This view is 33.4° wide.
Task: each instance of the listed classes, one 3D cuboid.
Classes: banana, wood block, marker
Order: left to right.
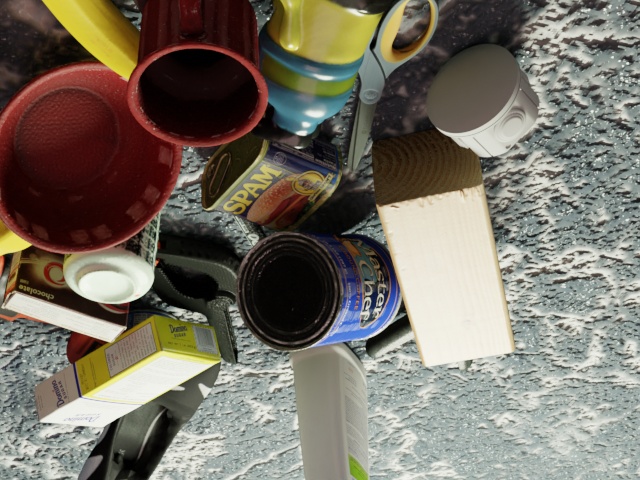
[{"bbox_3d":[-0.168,-0.175,0.766,0.070,0.037,0.197,0,142,45],"label":"banana"},{"bbox_3d":[-0.057,0.001,0.999,0.020,0.020,0.121,-17,126,17],"label":"marker"},{"bbox_3d":[0.112,0.008,0.957,0.091,0.090,0.206,-11,131,9],"label":"wood block"}]

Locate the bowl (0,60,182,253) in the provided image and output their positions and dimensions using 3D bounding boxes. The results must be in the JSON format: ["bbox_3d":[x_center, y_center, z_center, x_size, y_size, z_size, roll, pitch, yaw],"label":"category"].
[{"bbox_3d":[-0.195,-0.073,0.858,0.161,0.055,0.162,-14,121,-25],"label":"bowl"}]

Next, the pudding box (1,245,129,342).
[{"bbox_3d":[-0.233,0.036,0.997,0.113,0.090,0.039,20,137,-25],"label":"pudding box"}]

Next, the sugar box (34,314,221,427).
[{"bbox_3d":[-0.196,0.134,1.076,0.176,0.048,0.093,-28,154,26],"label":"sugar box"}]

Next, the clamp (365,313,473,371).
[{"bbox_3d":[0.115,0.078,1.110,0.120,0.039,0.171,0,135,-10],"label":"clamp"}]

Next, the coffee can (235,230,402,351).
[{"bbox_3d":[0.002,0.044,0.962,0.103,0.103,0.140,-23,170,23],"label":"coffee can"}]

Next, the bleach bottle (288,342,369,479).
[{"bbox_3d":[0.015,0.233,1.127,0.068,0.251,0.102,-20,138,20],"label":"bleach bottle"}]

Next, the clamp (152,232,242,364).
[{"bbox_3d":[-0.088,0.048,1.062,0.165,0.036,0.209,-25,136,24],"label":"clamp"}]

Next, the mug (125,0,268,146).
[{"bbox_3d":[-0.083,-0.132,0.717,0.093,0.081,0.117,-4,141,0],"label":"mug"}]

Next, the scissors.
[{"bbox_3d":[0.026,-0.132,0.860,0.096,0.016,0.202,15,138,-18],"label":"scissors"}]

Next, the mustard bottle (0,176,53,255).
[{"bbox_3d":[-0.315,-0.010,0.929,0.192,0.096,0.058,-28,155,29],"label":"mustard bottle"}]

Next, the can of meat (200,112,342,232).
[{"bbox_3d":[-0.042,-0.056,0.920,0.083,0.057,0.102,20,137,-30],"label":"can of meat"}]
